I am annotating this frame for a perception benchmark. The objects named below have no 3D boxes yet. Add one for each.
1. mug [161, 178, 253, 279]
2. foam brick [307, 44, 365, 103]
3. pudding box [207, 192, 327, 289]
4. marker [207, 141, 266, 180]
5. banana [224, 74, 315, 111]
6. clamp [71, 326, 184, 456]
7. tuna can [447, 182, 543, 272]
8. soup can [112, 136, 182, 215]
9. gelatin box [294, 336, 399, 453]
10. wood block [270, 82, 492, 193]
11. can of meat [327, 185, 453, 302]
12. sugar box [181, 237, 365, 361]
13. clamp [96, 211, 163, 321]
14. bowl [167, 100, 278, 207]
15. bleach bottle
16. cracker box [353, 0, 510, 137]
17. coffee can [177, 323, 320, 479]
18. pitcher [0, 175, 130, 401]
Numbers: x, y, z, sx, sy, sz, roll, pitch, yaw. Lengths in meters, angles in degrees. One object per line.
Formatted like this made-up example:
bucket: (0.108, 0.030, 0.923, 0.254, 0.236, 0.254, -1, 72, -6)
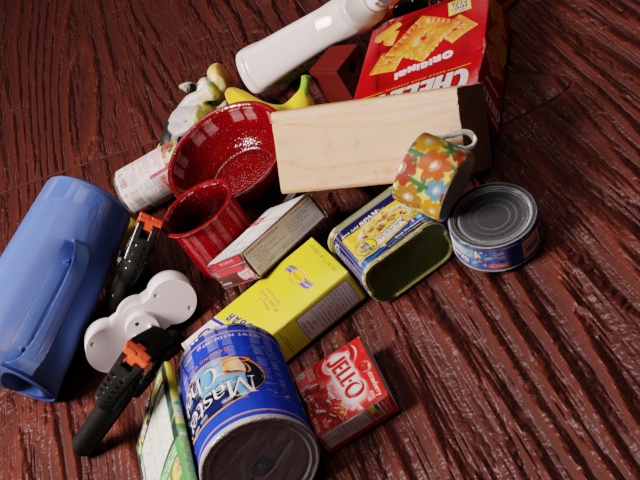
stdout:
mug: (-0.128, -0.011, 1.223, 0.117, 0.081, 0.093, 9, 53, 46)
foam brick: (0.033, -0.196, 1.317, 0.051, 0.078, 0.053, 7, 51, 47)
pudding box: (-0.058, 0.001, 1.147, 0.113, 0.039, 0.090, -45, 14, -28)
marker: (-0.109, -0.095, 1.368, 0.121, 0.020, 0.020, -32, 33, 4)
banana: (-0.061, -0.172, 1.385, 0.037, 0.069, 0.198, -8, 6, -36)
clamp: (-0.190, 0.141, 1.042, 0.164, 0.036, 0.210, -51, -2, -15)
tuna can: (0.163, -0.014, 0.996, 0.086, 0.033, 0.086, -11, 47, 11)
soup can: (-0.212, -0.083, 1.400, 0.102, 0.068, 0.068, -27, 34, 13)
gelatin box: (0.022, 0.136, 0.955, 0.073, 0.030, 0.089, -32, 34, 4)
wood block: (0.064, -0.106, 1.114, 0.206, 0.090, 0.090, -4, 9, 27)
can of meat: (0.070, 0.004, 1.055, 0.102, 0.057, 0.084, -36, 35, -3)
sugar box: (-0.050, 0.081, 1.073, 0.176, 0.048, 0.093, -38, 33, -6)
clamp: (-0.221, 0.039, 1.219, 0.172, 0.039, 0.120, 121, 160, -50)
bowl: (-0.105, -0.093, 1.312, 0.162, 0.055, 0.162, -15, 51, 19)
bleach bottle: (-0.002, -0.265, 1.366, 0.102, 0.068, 0.251, -29, 5, -37)
cracker box: (0.127, -0.190, 1.233, 0.164, 0.072, 0.213, -15, 39, 28)
coffee can: (-0.066, 0.154, 0.944, 0.103, 0.102, 0.140, -32, 33, 4)
pitcher: (-0.307, 0.050, 1.209, 0.149, 0.145, 0.242, 14, 67, 19)
